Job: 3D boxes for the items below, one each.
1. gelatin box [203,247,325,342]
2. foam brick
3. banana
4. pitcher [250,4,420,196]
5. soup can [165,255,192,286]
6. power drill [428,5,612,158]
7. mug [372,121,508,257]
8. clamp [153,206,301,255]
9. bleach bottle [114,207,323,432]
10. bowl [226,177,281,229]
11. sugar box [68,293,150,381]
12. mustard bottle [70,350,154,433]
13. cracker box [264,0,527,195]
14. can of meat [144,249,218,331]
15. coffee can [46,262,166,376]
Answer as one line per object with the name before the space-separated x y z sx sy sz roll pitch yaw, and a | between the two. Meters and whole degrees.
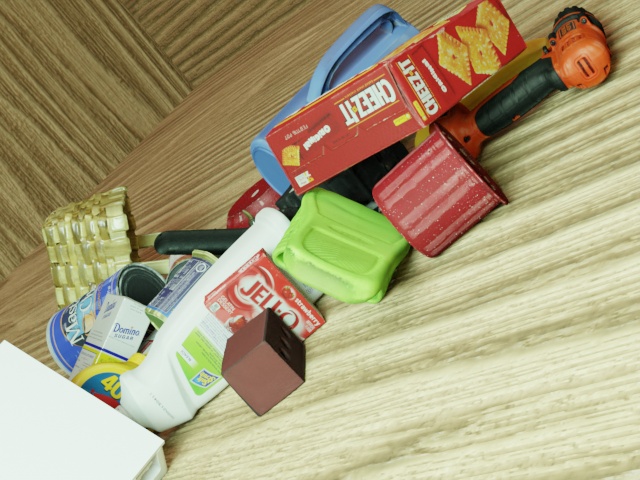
gelatin box | -0.052 0.063 0.977 0.073 0.089 0.030 -40 15 2
foam brick | -0.049 0.104 0.928 0.051 0.053 0.078 -38 16 12
banana | 0.168 -0.153 1.166 0.197 0.037 0.070 -44 33 -7
pitcher | 0.029 -0.162 1.293 0.242 0.149 0.145 -45 14 -18
soup can | -0.159 0.043 1.338 0.068 0.068 0.102 -40 14 4
power drill | 0.197 -0.157 1.054 0.188 0.057 0.184 -36 13 21
mug | 0.103 -0.039 0.918 0.081 0.093 0.117 -42 -17 14
clamp | -0.057 0.001 1.118 0.210 0.164 0.036 -22 60 32
bleach bottle | -0.107 0.087 1.018 0.250 0.102 0.068 -43 15 -11
bowl | -0.069 -0.041 1.382 0.162 0.055 0.162 -37 16 12
sugar box | -0.247 0.148 1.194 0.176 0.048 0.093 -65 21 -10
mustard bottle | -0.215 0.177 1.042 0.191 0.096 0.058 -50 12 -32
cracker box | 0.072 -0.138 0.988 0.164 0.072 0.213 -27 8 43
can of meat | -0.117 0.075 1.082 0.084 0.102 0.058 -49 28 -20
coffee can | -0.263 0.105 1.351 0.140 0.102 0.102 -32 17 29
